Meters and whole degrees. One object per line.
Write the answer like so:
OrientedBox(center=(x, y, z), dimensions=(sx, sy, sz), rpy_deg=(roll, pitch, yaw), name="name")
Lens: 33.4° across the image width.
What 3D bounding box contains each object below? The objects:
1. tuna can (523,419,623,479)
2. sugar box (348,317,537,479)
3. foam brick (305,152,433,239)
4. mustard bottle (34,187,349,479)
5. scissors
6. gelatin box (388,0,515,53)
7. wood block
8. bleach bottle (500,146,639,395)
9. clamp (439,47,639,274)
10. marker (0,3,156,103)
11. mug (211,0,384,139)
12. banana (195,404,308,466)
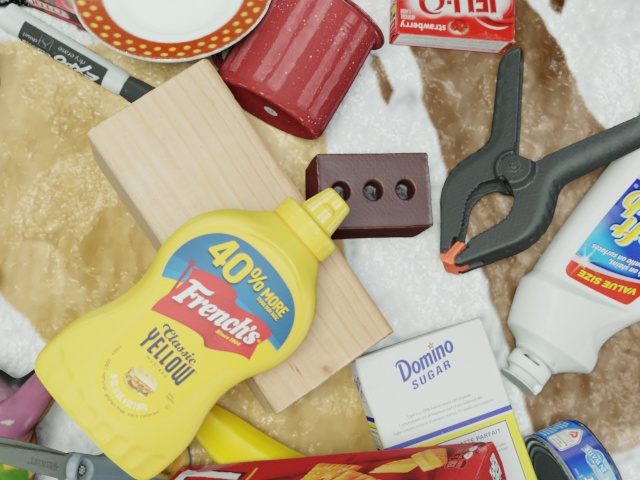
OrientedBox(center=(0.168, 0.163, 0.703), dimensions=(0.033, 0.086, 0.086), rpy_deg=(-21, 86, -13), name="tuna can")
OrientedBox(center=(0.090, 0.149, 0.714), dimensions=(0.093, 0.048, 0.176), rpy_deg=(-17, 82, -8), name="sugar box")
OrientedBox(center=(0.031, -0.029, 0.725), dimensions=(0.078, 0.051, 0.053), rpy_deg=(-3, 82, -9), name="foam brick")
OrientedBox(center=(-0.060, 0.039, 0.605), dimensions=(0.191, 0.058, 0.096), rpy_deg=(-41, 96, -2), name="mustard bottle")
OrientedBox(center=(-0.138, 0.151, 0.616), dimensions=(0.016, 0.201, 0.096), rpy_deg=(0, 85, 28), name="scissors")
OrientedBox(center=(0.095, -0.176, 0.766), dimensions=(0.089, 0.030, 0.073), rpy_deg=(3, 82, -8), name="gelatin box")
OrientedBox(center=(-0.054, 0.000, 0.688), dimensions=(0.090, 0.091, 0.206), rpy_deg=(-34, 88, -12), name="wood block")
OrientedBox(center=(0.220, 0.008, 0.746), dimensions=(0.102, 0.068, 0.250), rpy_deg=(40, 81, 0), name="bleach bottle")
OrientedBox(center=(0.147, -0.045, 0.737), dimensions=(0.120, 0.039, 0.171), rpy_deg=(24, 81, 30), name="clamp")
OrientedBox(center=(-0.161, -0.122, 0.724), dimensions=(0.121, 0.020, 0.020), rpy_deg=(30, 79, -4), name="marker")
OrientedBox(center=(-0.026, -0.126, 0.718), dimensions=(0.117, 0.093, 0.081), rpy_deg=(26, 83, 27), name="mug")
OrientedBox(center=(0.002, 0.149, 0.682), dimensions=(0.198, 0.037, 0.070), rpy_deg=(9, 107, 19), name="banana")
